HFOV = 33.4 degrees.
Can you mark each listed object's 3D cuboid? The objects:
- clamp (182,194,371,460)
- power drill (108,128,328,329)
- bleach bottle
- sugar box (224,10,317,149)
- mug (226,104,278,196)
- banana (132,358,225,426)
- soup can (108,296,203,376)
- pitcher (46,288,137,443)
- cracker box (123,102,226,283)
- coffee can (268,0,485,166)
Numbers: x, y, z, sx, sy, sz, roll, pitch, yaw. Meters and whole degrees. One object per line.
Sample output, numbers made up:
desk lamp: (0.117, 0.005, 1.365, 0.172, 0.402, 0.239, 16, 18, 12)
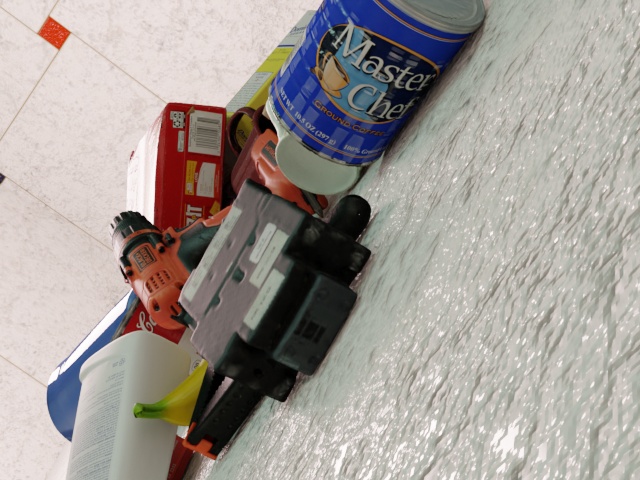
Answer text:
clamp: (-0.043, 0.057, 0.785, 0.210, 0.036, 0.165, -62, 17, -5)
power drill: (-0.098, -0.018, 0.957, 0.187, 0.057, 0.185, -38, 36, -4)
bleach bottle: (-0.159, 0.195, 0.804, 0.103, 0.068, 0.250, -35, 37, 38)
sugar box: (-0.027, -0.163, 1.174, 0.048, 0.093, 0.176, 12, 57, 47)
mug: (-0.048, -0.084, 1.066, 0.093, 0.117, 0.082, -37, -17, -51)
banana: (-0.074, 0.072, 0.840, 0.037, 0.069, 0.197, -1, 50, 37)
soup can: (-0.137, 0.098, 0.984, 0.068, 0.102, 0.068, -57, 9, 13)
pitcher: (-0.199, 0.125, 1.172, 0.144, 0.149, 0.243, -16, -19, -40)
cracker box: (-0.163, -0.043, 1.162, 0.214, 0.072, 0.164, 155, 118, -68)
coffee can: (0.038, -0.138, 0.776, 0.140, 0.102, 0.102, -53, 11, 38)
